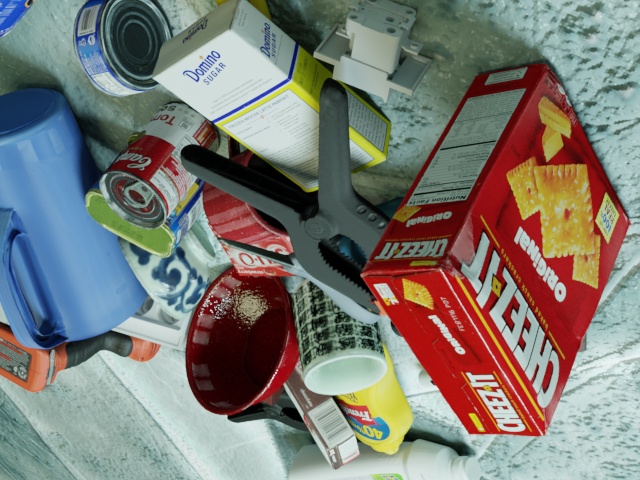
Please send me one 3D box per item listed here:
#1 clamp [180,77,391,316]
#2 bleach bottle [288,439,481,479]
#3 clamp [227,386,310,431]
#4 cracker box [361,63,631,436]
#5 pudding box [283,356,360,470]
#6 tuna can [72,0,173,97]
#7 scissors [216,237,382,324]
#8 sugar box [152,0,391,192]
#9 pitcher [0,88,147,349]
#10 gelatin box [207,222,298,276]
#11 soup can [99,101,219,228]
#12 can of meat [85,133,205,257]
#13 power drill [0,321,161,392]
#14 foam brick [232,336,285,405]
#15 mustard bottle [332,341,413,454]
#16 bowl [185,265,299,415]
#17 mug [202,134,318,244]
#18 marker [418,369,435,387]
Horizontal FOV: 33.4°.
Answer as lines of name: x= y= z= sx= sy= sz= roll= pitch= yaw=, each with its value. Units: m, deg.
clamp: x=-0.008 y=-0.022 z=0.855 sx=0.165 sy=0.036 sz=0.210 roll=-12 pitch=123 yaw=34
bleach bottle: x=0.081 y=0.279 z=1.247 sx=0.251 sy=0.068 sz=0.102 roll=-14 pitch=125 yaw=43
clamp: x=-0.059 y=0.183 z=1.256 sx=0.172 sy=0.039 sz=0.120 roll=0 pitch=143 yaw=29
cracker box: x=0.135 y=0.004 z=0.752 sx=0.072 sy=0.213 sz=0.164 roll=-7 pitch=129 yaw=41
pudding box: x=-0.002 y=0.184 z=1.157 sx=0.113 sy=0.039 sz=0.090 roll=58 pitch=173 yaw=25
tuna can: x=-0.161 y=-0.164 z=0.884 sx=0.034 sy=0.086 sz=0.086 roll=-4 pitch=131 yaw=37
scissors: x=-0.006 y=0.035 z=0.917 sx=0.016 sy=0.201 sz=0.096 roll=-47 pitch=69 yaw=20
sugar box: x=-0.035 y=-0.111 z=0.845 sx=0.094 sy=0.048 sz=0.176 roll=-22 pitch=133 yaw=39
pitcher: x=-0.274 y=-0.020 z=1.075 sx=0.149 sy=0.145 sz=0.243 roll=-129 pitch=20 yaw=-53
gelatin box: x=-0.057 y=0.001 z=1.048 sx=0.089 sy=0.030 sz=0.073 roll=1 pitch=134 yaw=37
soup can: x=-0.144 y=-0.069 z=0.968 sx=0.068 sy=0.102 sz=0.068 roll=20 pitch=143 yaw=16
can of meat: x=-0.164 y=-0.043 z=1.030 sx=0.102 sy=0.083 sz=0.057 roll=27 pitch=144 yaw=7
power drill: x=-0.304 y=0.103 z=1.231 sx=0.185 sy=0.187 sz=0.057 roll=22 pitch=111 yaw=26
foam brick: x=-0.063 y=0.137 z=1.194 sx=0.051 sy=0.053 sz=0.078 roll=21 pitch=143 yaw=16
mustard bottle: x=0.050 y=0.164 z=1.135 sx=0.096 sy=0.058 sz=0.191 roll=19 pitch=145 yaw=40
bowl: x=-0.070 y=0.105 z=1.106 sx=0.162 sy=0.162 sz=0.055 roll=-12 pitch=155 yaw=44
mug: x=-0.056 y=-0.053 z=0.945 sx=0.082 sy=0.093 sz=0.117 roll=-17 pitch=91 yaw=53
marker: x=0.147 y=0.131 z=1.058 sx=0.121 sy=0.020 sz=0.020 roll=-16 pitch=123 yaw=46
